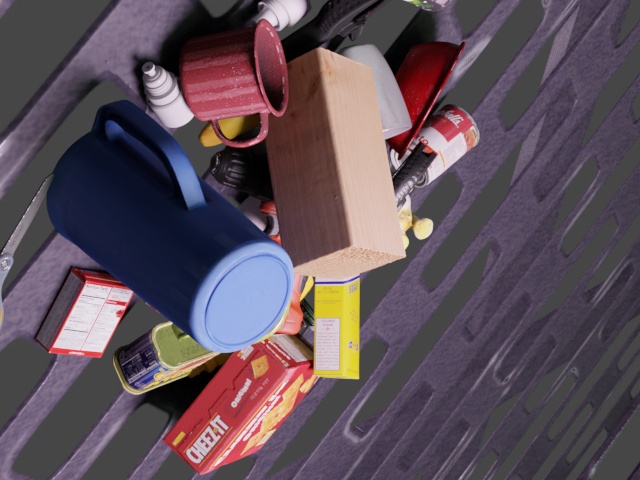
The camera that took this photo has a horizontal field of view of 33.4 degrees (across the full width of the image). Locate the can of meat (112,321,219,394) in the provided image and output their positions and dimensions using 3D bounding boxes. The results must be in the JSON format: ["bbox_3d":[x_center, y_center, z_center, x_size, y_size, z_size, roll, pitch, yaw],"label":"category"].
[{"bbox_3d":[-0.165,0.122,1.182,0.101,0.057,0.084,-17,168,-45],"label":"can of meat"}]

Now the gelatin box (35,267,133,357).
[{"bbox_3d":[-0.242,0.075,1.101,0.073,0.030,0.089,15,106,-55],"label":"gelatin box"}]

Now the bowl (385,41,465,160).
[{"bbox_3d":[0.110,-0.178,1.273,0.162,0.055,0.162,-61,-179,1],"label":"bowl"}]

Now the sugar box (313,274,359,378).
[{"bbox_3d":[0.022,0.084,1.342,0.093,0.048,0.176,35,57,-74],"label":"sugar box"}]

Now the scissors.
[{"bbox_3d":[-0.311,0.027,0.979,0.096,0.016,0.202,-2,120,-52],"label":"scissors"}]

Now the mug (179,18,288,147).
[{"bbox_3d":[-0.082,-0.148,1.024,0.093,0.082,0.117,-17,100,-74],"label":"mug"}]

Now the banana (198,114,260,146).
[{"bbox_3d":[-0.049,-0.137,1.156,0.197,0.037,0.070,-10,124,-49],"label":"banana"}]

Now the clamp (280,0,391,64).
[{"bbox_3d":[0.016,-0.221,1.071,0.164,0.036,0.210,-32,-178,-27],"label":"clamp"}]

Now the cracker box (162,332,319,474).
[{"bbox_3d":[-0.084,0.194,1.306,0.164,0.072,0.213,-51,168,5],"label":"cracker box"}]

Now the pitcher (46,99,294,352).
[{"bbox_3d":[-0.136,-0.011,0.964,0.145,0.243,0.149,-54,141,0],"label":"pitcher"}]

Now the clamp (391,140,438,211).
[{"bbox_3d":[0.073,-0.042,1.251,0.171,0.039,0.120,-49,-172,-21],"label":"clamp"}]

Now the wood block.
[{"bbox_3d":[0.009,-0.074,1.070,0.090,0.206,0.090,-21,160,37],"label":"wood block"}]

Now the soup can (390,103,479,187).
[{"bbox_3d":[0.149,-0.124,1.400,0.102,0.069,0.068,-39,144,-24],"label":"soup can"}]

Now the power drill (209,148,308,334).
[{"bbox_3d":[-0.058,0.001,1.158,0.184,0.057,0.188,14,101,-31],"label":"power drill"}]

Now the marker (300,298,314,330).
[{"bbox_3d":[-0.025,0.087,1.406,0.020,0.020,0.121,-49,147,-10],"label":"marker"}]
